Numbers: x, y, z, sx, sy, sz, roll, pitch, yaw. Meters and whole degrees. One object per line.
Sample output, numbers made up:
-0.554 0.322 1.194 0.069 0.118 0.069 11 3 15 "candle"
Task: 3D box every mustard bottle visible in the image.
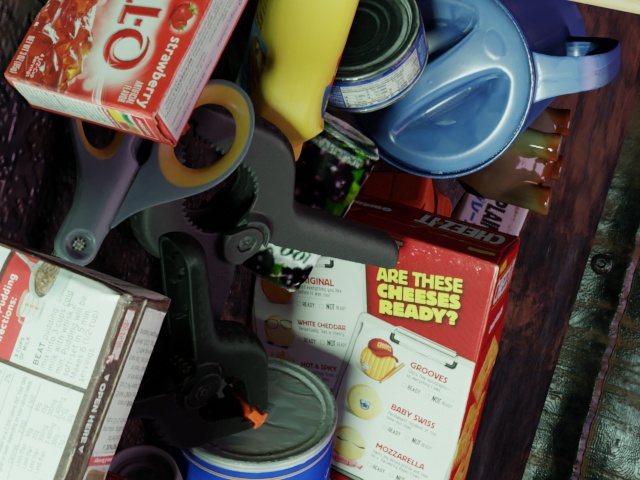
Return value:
-0.012 -0.115 0.586 0.096 0.058 0.192 -98 -157 -56 "mustard bottle"

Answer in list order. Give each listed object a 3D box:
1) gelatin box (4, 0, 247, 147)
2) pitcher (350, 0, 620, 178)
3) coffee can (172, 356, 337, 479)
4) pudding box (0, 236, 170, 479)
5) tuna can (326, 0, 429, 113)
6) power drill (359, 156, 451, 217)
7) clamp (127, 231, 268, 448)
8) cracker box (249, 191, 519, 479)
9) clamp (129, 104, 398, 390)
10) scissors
-0.077 -0.090 0.443 0.089 0.073 0.030 -67 159 -17 "gelatin box"
0.131 -0.135 0.791 0.145 0.149 0.242 -49 172 30 "pitcher"
-0.045 0.161 0.689 0.102 0.103 0.140 -46 147 -52 "coffee can"
-0.122 0.043 0.377 0.039 0.114 0.090 32 76 -72 "pudding box"
0.023 -0.124 0.664 0.086 0.086 0.033 -65 157 -21 "tuna can"
0.072 -0.001 0.880 0.187 0.057 0.184 73 21 -55 "power drill"
-0.069 0.061 0.567 0.120 0.039 0.171 -49 151 8 "clamp"
0.035 0.080 0.747 0.072 0.164 0.214 -38 140 -60 "cracker box"
-0.054 0.001 0.585 0.164 0.036 0.210 -39 139 -3 "clamp"
-0.091 -0.002 0.490 0.016 0.096 0.202 -158 -99 -68 "scissors"
